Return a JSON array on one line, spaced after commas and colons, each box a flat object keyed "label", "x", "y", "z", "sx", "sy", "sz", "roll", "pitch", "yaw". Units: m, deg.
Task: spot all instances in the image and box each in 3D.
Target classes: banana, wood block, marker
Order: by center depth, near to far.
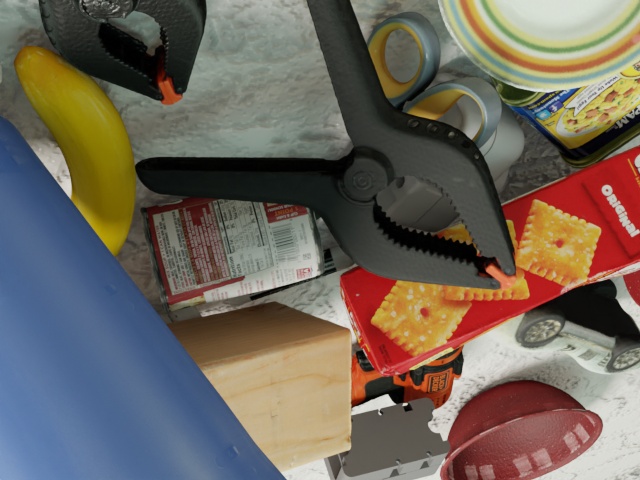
[{"label": "banana", "x": -0.137, "y": -0.032, "z": 0.602, "sx": 0.069, "sy": 0.037, "sz": 0.198, "roll": -17, "pitch": 146, "yaw": -28}, {"label": "wood block", "x": -0.087, "y": 0.108, "z": 0.685, "sx": 0.205, "sy": 0.091, "sz": 0.090, "roll": -10, "pitch": 105, "yaw": -37}, {"label": "marker", "x": -0.008, "y": 0.019, "z": 0.751, "sx": 0.121, "sy": 0.020, "sz": 0.020, "roll": -19, "pitch": 145, "yaw": 2}]

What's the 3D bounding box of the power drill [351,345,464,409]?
[{"label": "power drill", "x": 0.023, "y": 0.098, "z": 0.838, "sx": 0.187, "sy": 0.057, "sz": 0.184, "roll": -13, "pitch": 145, "yaw": -6}]

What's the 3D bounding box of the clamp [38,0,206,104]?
[{"label": "clamp", "x": -0.094, "y": -0.128, "z": 0.492, "sx": 0.120, "sy": 0.039, "sz": 0.171, "roll": -16, "pitch": 149, "yaw": 20}]

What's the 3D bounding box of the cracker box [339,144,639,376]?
[{"label": "cracker box", "x": 0.121, "y": 0.018, "z": 0.684, "sx": 0.213, "sy": 0.072, "sz": 0.164, "roll": -22, "pitch": 173, "yaw": -1}]

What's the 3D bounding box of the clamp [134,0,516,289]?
[{"label": "clamp", "x": 0.014, "y": -0.035, "z": 0.574, "sx": 0.210, "sy": 0.036, "sz": 0.165, "roll": 41, "pitch": 115, "yaw": -12}]

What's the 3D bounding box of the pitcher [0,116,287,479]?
[{"label": "pitcher", "x": -0.131, "y": 0.062, "z": 0.528, "sx": 0.144, "sy": 0.243, "sz": 0.149, "roll": -33, "pitch": 175, "yaw": -25}]

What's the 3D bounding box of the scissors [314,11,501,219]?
[{"label": "scissors", "x": 0.024, "y": -0.068, "z": 0.633, "sx": 0.016, "sy": 0.096, "sz": 0.202, "roll": -31, "pitch": -172, "yaw": -37}]

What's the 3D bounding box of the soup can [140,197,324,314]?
[{"label": "soup can", "x": -0.054, "y": 0.001, "z": 0.663, "sx": 0.102, "sy": 0.068, "sz": 0.068, "roll": -14, "pitch": 145, "yaw": -6}]

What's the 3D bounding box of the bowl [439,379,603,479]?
[{"label": "bowl", "x": 0.184, "y": 0.180, "z": 1.021, "sx": 0.162, "sy": 0.055, "sz": 0.162, "roll": -11, "pitch": 145, "yaw": -8}]
